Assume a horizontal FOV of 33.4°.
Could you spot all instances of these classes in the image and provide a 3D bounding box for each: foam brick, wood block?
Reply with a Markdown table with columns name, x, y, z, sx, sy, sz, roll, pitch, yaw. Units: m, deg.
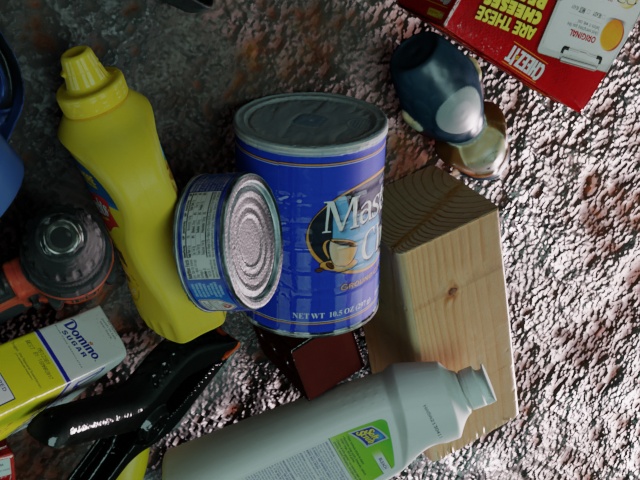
| name | x | y | z | sx | sy | sz | roll | pitch | yaw |
| --- | --- | --- | --- | --- | --- | --- | --- | --- | --- |
| foam brick | -0.012 | 0.070 | 0.794 | 0.051 | 0.078 | 0.053 | -30 | 124 | -16 |
| wood block | 0.090 | 0.059 | 0.846 | 0.090 | 0.090 | 0.206 | -24 | 125 | -19 |

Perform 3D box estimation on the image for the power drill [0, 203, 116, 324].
| name | x | y | z | sx | sy | sz | roll | pitch | yaw |
| --- | --- | --- | --- | --- | --- | --- | --- | --- | --- |
| power drill | -0.206 | 0.039 | 0.606 | 0.187 | 0.184 | 0.057 | -24 | 86 | -13 |

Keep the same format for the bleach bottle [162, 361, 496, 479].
| name | x | y | z | sx | sy | sz | roll | pitch | yaw |
| --- | --- | --- | --- | --- | --- | --- | --- | --- | --- |
| bleach bottle | 0.012 | 0.157 | 0.802 | 0.251 | 0.068 | 0.102 | -23 | 126 | 9 |

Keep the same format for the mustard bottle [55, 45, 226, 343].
| name | x | y | z | sx | sy | sz | roll | pitch | yaw |
| --- | --- | --- | --- | --- | --- | --- | --- | --- | --- |
| mustard bottle | -0.116 | -0.032 | 0.661 | 0.058 | 0.096 | 0.191 | -25 | 125 | -12 |

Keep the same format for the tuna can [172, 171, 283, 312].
| name | x | y | z | sx | sy | sz | roll | pitch | yaw |
| --- | --- | --- | --- | --- | --- | --- | --- | --- | --- |
| tuna can | -0.054 | 0.001 | 0.650 | 0.086 | 0.034 | 0.086 | -2 | 90 | -68 |

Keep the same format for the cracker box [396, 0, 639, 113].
| name | x | y | z | sx | sy | sz | roll | pitch | yaw |
| --- | --- | --- | --- | --- | --- | --- | --- | --- | --- |
| cracker box | 0.174 | -0.223 | 0.765 | 0.164 | 0.072 | 0.214 | 22 | 102 | -38 |

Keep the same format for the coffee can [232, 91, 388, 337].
| name | x | y | z | sx | sy | sz | roll | pitch | yaw |
| --- | --- | --- | --- | --- | --- | --- | --- | --- | --- |
| coffee can | -0.008 | -0.019 | 0.734 | 0.102 | 0.103 | 0.140 | -14 | 121 | -27 |

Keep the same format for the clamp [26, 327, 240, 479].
| name | x | y | z | sx | sy | sz | roll | pitch | yaw |
| --- | --- | --- | --- | --- | --- | --- | --- | --- | --- |
| clamp | -0.125 | 0.114 | 0.710 | 0.209 | 0.036 | 0.165 | -44 | 162 | -38 |

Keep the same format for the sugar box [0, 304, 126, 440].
| name | x | y | z | sx | sy | sz | roll | pitch | yaw |
| --- | --- | --- | --- | --- | --- | --- | --- | --- | --- |
| sugar box | -0.201 | 0.098 | 0.632 | 0.093 | 0.048 | 0.176 | -36 | 172 | 29 |
